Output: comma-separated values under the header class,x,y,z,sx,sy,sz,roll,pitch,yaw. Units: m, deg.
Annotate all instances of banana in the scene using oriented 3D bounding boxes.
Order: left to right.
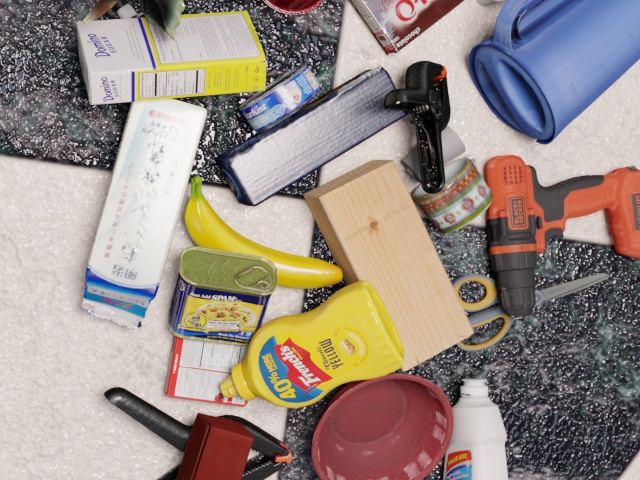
class,x,y,z,sx,sy,sz,roll,pitch,yaw
banana,-0.071,0.009,1.133,0.197,0.037,0.070,32,131,-19

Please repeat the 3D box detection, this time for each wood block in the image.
class,x,y,z,sx,sy,sz,roll,pitch,yaw
wood block,0.073,0.024,1.151,0.090,0.090,0.206,-27,99,-9

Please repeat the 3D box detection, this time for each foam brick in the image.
class,x,y,z,sx,sy,sz,roll,pitch,yaw
foam brick,-0.109,0.224,1.094,0.051,0.053,0.078,17,92,-20

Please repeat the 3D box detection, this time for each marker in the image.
class,x,y,z,sx,sy,sz,roll,pitch,yaw
marker,-0.187,-0.216,1.112,0.020,0.020,0.121,-37,101,-9

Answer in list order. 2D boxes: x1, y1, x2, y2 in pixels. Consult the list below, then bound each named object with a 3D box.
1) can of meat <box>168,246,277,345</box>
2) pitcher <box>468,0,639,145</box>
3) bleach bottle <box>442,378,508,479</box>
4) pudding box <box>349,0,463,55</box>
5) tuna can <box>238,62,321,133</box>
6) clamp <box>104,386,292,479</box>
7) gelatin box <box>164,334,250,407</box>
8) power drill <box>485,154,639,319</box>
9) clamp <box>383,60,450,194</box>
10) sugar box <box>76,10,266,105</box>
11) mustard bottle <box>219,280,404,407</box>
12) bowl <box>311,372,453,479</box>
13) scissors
class,x,y,z,sx,sy,sz,roll,pitch,yaw
can of meat,-0.103,0.060,1.111,0.102,0.057,0.084,9,129,-12
pitcher,0.288,-0.232,1.162,0.242,0.149,0.145,-39,90,-11
bleach bottle,0.171,0.280,1.194,0.068,0.103,0.251,0,87,-22
pudding box,0.094,-0.271,1.163,0.113,0.039,0.090,-39,101,-8
tuna can,-0.042,-0.149,1.116,0.086,0.086,0.033,-36,102,-9
clamp,-0.135,0.222,1.134,0.209,0.036,0.164,-6,108,-14
gelatin box,-0.117,0.136,1.144,0.089,0.030,0.073,9,90,-13
power drill,0.279,-0.010,1.207,0.187,0.057,0.184,-5,89,-14
clamp,0.105,-0.143,1.115,0.039,0.171,0.120,-11,131,19
sugar box,-0.149,-0.183,1.065,0.176,0.093,0.048,-8,136,-14
mustard bottle,-0.017,0.119,1.099,0.192,0.058,0.096,-24,105,14
bowl,0.061,0.201,1.161,0.162,0.055,0.162,-7,118,-15
scissors,0.231,0.054,1.227,0.201,0.016,0.096,-31,100,-10
